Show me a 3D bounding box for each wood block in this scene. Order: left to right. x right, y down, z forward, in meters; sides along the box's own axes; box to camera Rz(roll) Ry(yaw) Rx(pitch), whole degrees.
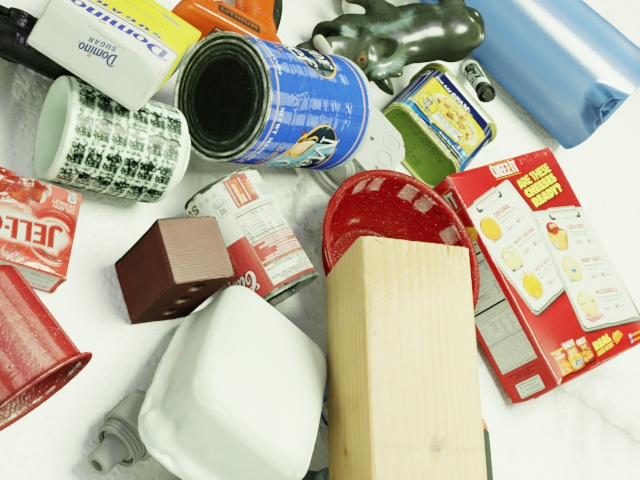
[{"bbox_3d":[0.059,0.111,0.784,0.090,0.090,0.206,7,64,-16],"label":"wood block"}]

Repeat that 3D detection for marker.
[{"bbox_3d":[0.162,-0.163,1.094,0.020,0.020,0.121,37,17,-14],"label":"marker"}]

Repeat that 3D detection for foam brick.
[{"bbox_3d":[-0.109,0.022,0.793,0.052,0.078,0.051,-5,67,-38],"label":"foam brick"}]

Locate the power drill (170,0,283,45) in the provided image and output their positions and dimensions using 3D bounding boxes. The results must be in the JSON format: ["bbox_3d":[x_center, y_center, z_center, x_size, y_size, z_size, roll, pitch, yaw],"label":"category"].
[{"bbox_3d":[-0.085,-0.249,0.977,0.184,0.057,0.187,27,52,-22],"label":"power drill"}]

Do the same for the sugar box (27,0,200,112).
[{"bbox_3d":[-0.153,-0.158,0.826,0.093,0.048,0.176,33,16,-9],"label":"sugar box"}]

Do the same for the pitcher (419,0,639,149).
[{"bbox_3d":[0.226,-0.225,1.156,0.243,0.149,0.144,41,63,-6],"label":"pitcher"}]

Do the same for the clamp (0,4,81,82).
[{"bbox_3d":[-0.234,-0.153,0.801,0.171,0.039,0.120,20,26,-25],"label":"clamp"}]

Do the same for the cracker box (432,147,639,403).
[{"bbox_3d":[0.201,0.030,1.020,0.163,0.072,0.214,-17,75,-41],"label":"cracker box"}]

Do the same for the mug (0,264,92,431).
[{"bbox_3d":[-0.205,0.068,0.699,0.081,0.093,0.117,52,16,6],"label":"mug"}]

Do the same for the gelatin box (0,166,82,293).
[{"bbox_3d":[-0.220,-0.011,0.763,0.089,0.030,0.073,20,55,-26],"label":"gelatin box"}]

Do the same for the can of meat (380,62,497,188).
[{"bbox_3d":[0.112,-0.110,1.044,0.102,0.058,0.083,47,49,-5],"label":"can of meat"}]

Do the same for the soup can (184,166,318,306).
[{"bbox_3d":[-0.056,0.001,0.851,0.068,0.069,0.102,-24,80,-42],"label":"soup can"}]

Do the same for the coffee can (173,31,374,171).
[{"bbox_3d":[-0.036,-0.112,0.882,0.140,0.103,0.103,0,65,-53],"label":"coffee can"}]

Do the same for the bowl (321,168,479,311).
[{"bbox_3d":[0.059,0.021,0.927,0.161,0.055,0.162,14,60,-26],"label":"bowl"}]
